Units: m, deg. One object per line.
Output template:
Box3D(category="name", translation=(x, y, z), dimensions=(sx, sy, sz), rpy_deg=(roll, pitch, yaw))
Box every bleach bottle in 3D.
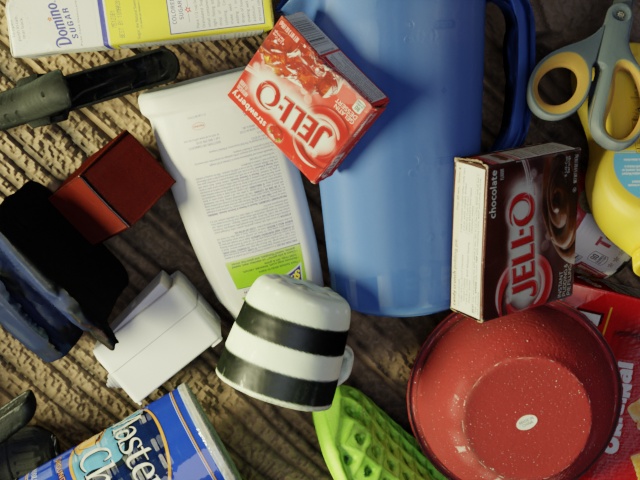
Box3D(category="bleach bottle", translation=(-0.055, 0.001, 0.799), dimensions=(0.102, 0.068, 0.251), rpy_deg=(-14, 103, -4))

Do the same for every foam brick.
Box3D(category="foam brick", translation=(-0.151, -0.036, 0.767), dimensions=(0.051, 0.078, 0.053), rpy_deg=(47, 62, -14))

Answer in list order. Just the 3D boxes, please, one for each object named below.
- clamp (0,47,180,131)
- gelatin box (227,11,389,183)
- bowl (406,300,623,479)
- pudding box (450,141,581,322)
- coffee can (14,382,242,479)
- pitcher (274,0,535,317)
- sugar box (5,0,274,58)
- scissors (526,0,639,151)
Box3D(category="clamp", translation=(-0.193, -0.096, 0.731), dimensions=(0.172, 0.120, 0.039), rpy_deg=(-14, 93, 27))
Box3D(category="gelatin box", translation=(-0.009, -0.094, 0.706), dimensions=(0.089, 0.030, 0.073), rpy_deg=(47, 124, 10))
Box3D(category="bowl", translation=(0.145, 0.121, 0.773), dimensions=(0.162, 0.055, 0.162), rpy_deg=(0, 99, 1))
Box3D(category="pudding box", translation=(0.135, -0.007, 0.741), dimensions=(0.089, 0.039, 0.113), rpy_deg=(-13, 109, -34))
Box3D(category="coffee can", translation=(-0.133, 0.181, 0.767), dimensions=(0.140, 0.103, 0.103), rpy_deg=(-29, 101, -8))
Box3D(category="pitcher", translation=(0.066, -0.075, 0.768), dimensions=(0.149, 0.144, 0.243), rpy_deg=(4, 105, 28))
Box3D(category="sugar box", translation=(-0.124, -0.158, 0.748), dimensions=(0.176, 0.093, 0.048), rpy_deg=(-5, 99, -5))
Box3D(category="scissors", translation=(0.198, -0.157, 0.779), dimensions=(0.096, 0.016, 0.201), rpy_deg=(4, 67, 1))
